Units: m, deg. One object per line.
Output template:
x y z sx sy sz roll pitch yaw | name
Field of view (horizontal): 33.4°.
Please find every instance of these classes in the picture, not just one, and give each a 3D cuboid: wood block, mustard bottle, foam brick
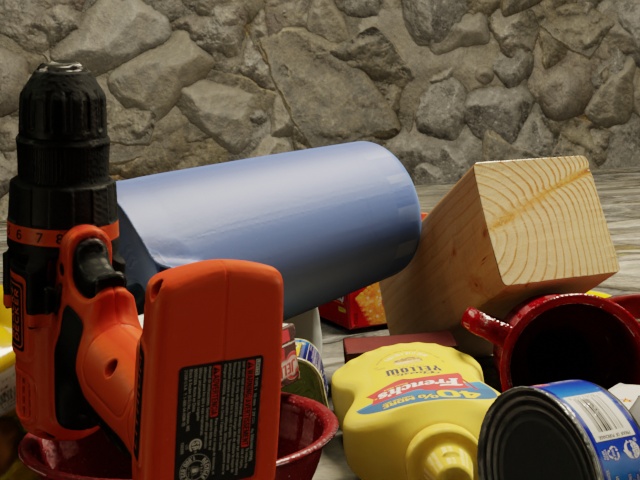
0.123 0.022 0.804 0.090 0.090 0.206 -5 -20 -18 | wood block
0.059 0.106 0.607 0.096 0.058 0.191 -5 7 -2 | mustard bottle
0.056 0.094 0.733 0.078 0.053 0.051 -5 7 -2 | foam brick

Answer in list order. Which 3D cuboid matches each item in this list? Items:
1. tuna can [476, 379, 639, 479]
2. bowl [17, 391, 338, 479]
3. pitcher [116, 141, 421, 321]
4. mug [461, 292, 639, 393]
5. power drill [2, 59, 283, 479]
0.108 0.105 0.471 0.033 0.086 0.086 -5 7 -27 | tuna can
-0.070 0.122 0.547 0.162 0.055 0.162 -3 7 0 | bowl
-0.055 0.001 0.769 0.242 0.145 0.149 -16 56 -35 | pitcher
0.144 0.072 0.682 0.117 0.093 0.081 22 2 1 | mug
-0.085 0.022 0.457 0.057 0.184 0.188 -7 18 -31 | power drill
